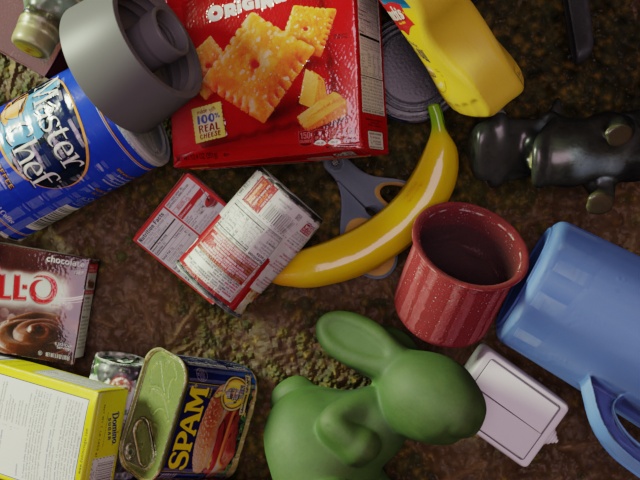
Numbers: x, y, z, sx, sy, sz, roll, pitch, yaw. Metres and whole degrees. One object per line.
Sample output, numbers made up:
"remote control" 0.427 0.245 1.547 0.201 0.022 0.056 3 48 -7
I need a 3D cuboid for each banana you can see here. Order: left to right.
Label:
"banana" 0.047 -0.018 0.864 0.198 0.037 0.070 -45 81 5

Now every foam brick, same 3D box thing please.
"foam brick" -0.240 -0.172 0.884 0.078 0.051 0.053 31 93 2

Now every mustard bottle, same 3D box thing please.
"mustard bottle" 0.071 -0.178 0.772 0.058 0.096 0.191 -39 119 4

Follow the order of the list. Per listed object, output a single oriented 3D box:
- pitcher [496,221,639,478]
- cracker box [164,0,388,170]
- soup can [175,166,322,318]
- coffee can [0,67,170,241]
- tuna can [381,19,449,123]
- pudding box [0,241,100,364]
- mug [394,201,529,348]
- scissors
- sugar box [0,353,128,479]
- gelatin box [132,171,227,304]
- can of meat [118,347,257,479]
"pitcher" 0.260 0.094 0.821 0.243 0.149 0.145 29 105 5
"cracker box" -0.038 -0.167 0.843 0.164 0.072 0.214 -3 92 22
"soup can" -0.056 0.001 0.839 0.068 0.068 0.102 41 92 1
"coffee can" -0.206 -0.075 0.851 0.140 0.102 0.103 -27 90 10
"tuna can" 0.076 -0.140 0.876 0.086 0.033 0.086 0 91 3
"pudding box" -0.248 0.050 0.895 0.113 0.039 0.090 9 91 3
"mug" 0.112 0.024 0.846 0.093 0.117 0.082 31 136 14
"scissors" 0.008 -0.044 0.891 0.202 0.016 0.096 32 93 2
"sugar box" -0.244 0.146 0.865 0.176 0.048 0.093 12 92 28
"gelatin box" -0.099 -0.002 0.890 0.089 0.030 0.073 39 93 -2
"can of meat" -0.104 0.143 0.861 0.058 0.083 0.102 19 93 45
